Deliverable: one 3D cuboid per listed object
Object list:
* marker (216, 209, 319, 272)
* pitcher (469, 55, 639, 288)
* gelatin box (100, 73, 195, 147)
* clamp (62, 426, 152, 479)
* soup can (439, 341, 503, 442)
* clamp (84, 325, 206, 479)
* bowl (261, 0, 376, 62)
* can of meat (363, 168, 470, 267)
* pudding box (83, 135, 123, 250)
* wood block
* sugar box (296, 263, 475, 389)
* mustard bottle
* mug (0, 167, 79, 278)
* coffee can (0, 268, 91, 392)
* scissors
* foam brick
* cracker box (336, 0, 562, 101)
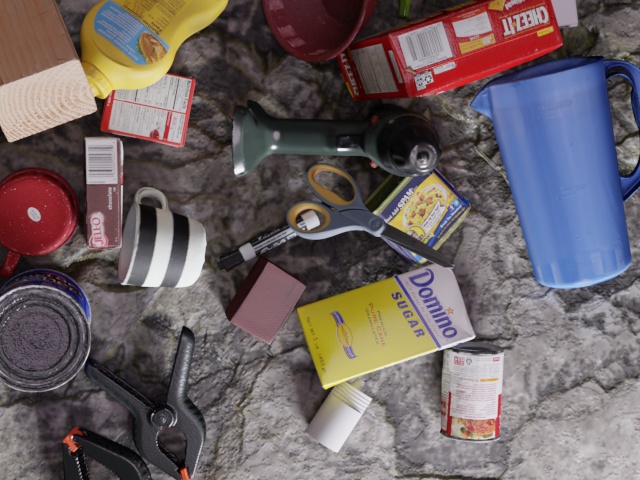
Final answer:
[{"bbox_3d":[-0.058,0.001,1.165,0.121,0.020,0.020,-28,100,-9],"label":"marker"},{"bbox_3d":[0.277,-0.078,1.173,0.144,0.149,0.243,-22,103,-34],"label":"pitcher"},{"bbox_3d":[-0.181,-0.142,1.121,0.089,0.030,0.073,10,91,-12],"label":"gelatin box"},{"bbox_3d":[-0.198,0.285,1.138,0.164,0.036,0.210,-27,97,7],"label":"clamp"},{"bbox_3d":[0.171,0.169,1.203,0.068,0.068,0.102,2,93,-12],"label":"soup can"},{"bbox_3d":[-0.162,0.176,1.144,0.120,0.039,0.171,-26,105,7],"label":"clamp"},{"bbox_3d":[0.009,-0.267,1.108,0.055,0.162,0.162,-13,98,-42],"label":"bowl"},{"bbox_3d":[0.104,-0.034,1.178,0.084,0.057,0.102,43,86,-14],"label":"can of meat"},{"bbox_3d":[-0.223,-0.049,1.089,0.039,0.090,0.113,1,94,-14],"label":"pudding box"},{"bbox_3d":[-0.294,-0.211,1.013,0.090,0.090,0.206,-22,67,-9],"label":"wood block"},{"bbox_3d":[0.071,0.091,1.167,0.176,0.048,0.093,-19,81,-2],"label":"sugar box"},{"bbox_3d":[-0.185,-0.211,1.079,0.096,0.058,0.191,39,73,-1],"label":"mustard bottle"},{"bbox_3d":[-0.296,-0.017,1.080,0.093,0.081,0.117,27,89,-13],"label":"mug"},{"bbox_3d":[-0.280,0.086,1.062,0.102,0.140,0.103,-1,95,-12],"label":"coffee can"},{"bbox_3d":[0.040,-0.006,1.122,0.096,0.016,0.202,-42,60,-3],"label":"scissors"},{"bbox_3d":[-0.060,0.064,1.153,0.053,0.051,0.078,34,87,-14],"label":"foam brick"},{"bbox_3d":[0.123,-0.197,1.088,0.164,0.214,0.072,-21,100,-10],"label":"cracker box"}]
